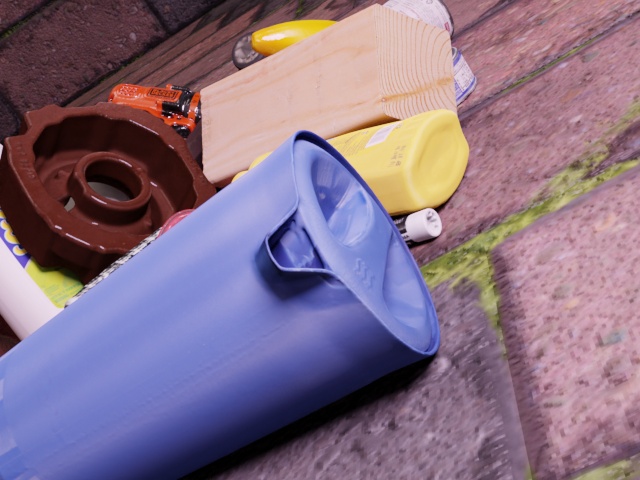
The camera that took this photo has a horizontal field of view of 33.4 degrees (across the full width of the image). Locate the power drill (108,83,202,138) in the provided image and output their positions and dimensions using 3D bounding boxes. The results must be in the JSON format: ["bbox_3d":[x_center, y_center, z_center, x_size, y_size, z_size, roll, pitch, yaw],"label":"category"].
[{"bbox_3d":[-0.170,-0.104,1.188,0.184,0.057,0.187,9,40,9],"label":"power drill"}]

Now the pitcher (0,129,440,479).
[{"bbox_3d":[-0.062,0.058,0.591,0.243,0.149,0.145,-32,33,18],"label":"pitcher"}]

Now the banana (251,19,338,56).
[{"bbox_3d":[0.021,-0.159,0.931,0.070,0.037,0.197,-30,-21,26],"label":"banana"}]

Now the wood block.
[{"bbox_3d":[0.002,-0.105,0.870,0.090,0.090,0.207,9,-18,-44],"label":"wood block"}]

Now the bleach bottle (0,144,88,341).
[{"bbox_3d":[-0.259,-0.009,0.866,0.102,0.251,0.068,-30,-21,-47],"label":"bleach bottle"}]

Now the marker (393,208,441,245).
[{"bbox_3d":[0.028,0.004,0.715,0.121,0.020,0.020,-19,24,40],"label":"marker"}]

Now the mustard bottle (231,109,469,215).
[{"bbox_3d":[0.004,-0.042,0.765,0.192,0.058,0.096,-9,26,35],"label":"mustard bottle"}]

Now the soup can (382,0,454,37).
[{"bbox_3d":[0.075,-0.202,1.070,0.102,0.068,0.069,-39,19,-14],"label":"soup can"}]
